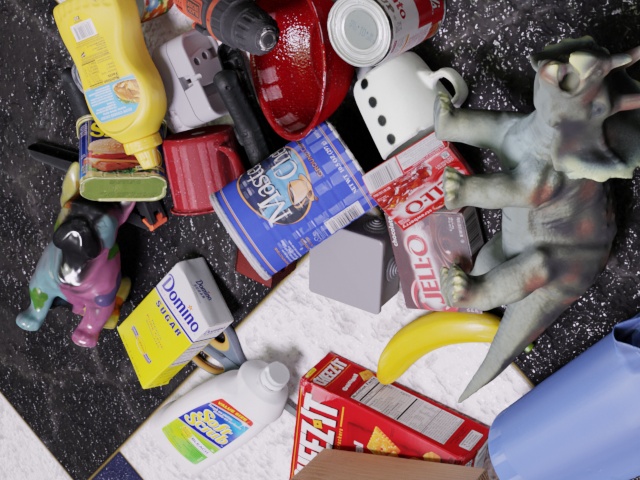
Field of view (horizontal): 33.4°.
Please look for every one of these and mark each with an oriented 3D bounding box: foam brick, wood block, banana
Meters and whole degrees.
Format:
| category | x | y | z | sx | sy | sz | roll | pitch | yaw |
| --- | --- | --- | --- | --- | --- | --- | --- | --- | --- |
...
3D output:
| category | x | y | z | sx | sy | sz | roll | pitch | yaw |
| --- | --- | --- | --- | --- | --- | --- | --- | --- | --- |
| foam brick | -0.058 | 0.001 | 1.187 | 0.051 | 0.052 | 0.078 | 24 | 126 | 24 |
| wood block | 0.072 | 0.287 | 1.117 | 0.207 | 0.090 | 0.090 | -2 | 111 | 38 |
| banana | 0.123 | 0.108 | 1.120 | 0.198 | 0.037 | 0.069 | -18 | 101 | 41 |

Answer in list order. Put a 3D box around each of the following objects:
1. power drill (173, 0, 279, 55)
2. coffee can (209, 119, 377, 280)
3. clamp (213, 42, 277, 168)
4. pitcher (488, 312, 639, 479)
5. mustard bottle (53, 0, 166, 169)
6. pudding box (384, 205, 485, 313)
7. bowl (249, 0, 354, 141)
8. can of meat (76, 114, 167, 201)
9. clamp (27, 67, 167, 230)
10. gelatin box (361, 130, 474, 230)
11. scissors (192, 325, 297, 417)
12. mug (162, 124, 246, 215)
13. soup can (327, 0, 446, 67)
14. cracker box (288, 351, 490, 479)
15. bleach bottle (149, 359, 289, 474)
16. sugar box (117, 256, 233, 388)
| category | x | y | z | sx | sy | sz | roll | pitch | yaw |
| --- | --- | --- | --- | --- | --- | --- | --- | --- | --- |
| power drill | -0.090 | -0.283 | 1.022 | 0.185 | 0.057 | 0.188 | 38 | 131 | 48 |
| coffee can | -0.025 | -0.041 | 1.063 | 0.140 | 0.103 | 0.103 | -34 | 92 | 2 |
| clamp | -0.073 | -0.127 | 1.121 | 0.039 | 0.120 | 0.171 | -14 | 125 | 10 |
| pitcher | 0.277 | 0.165 | 0.988 | 0.149 | 0.144 | 0.243 | 58 | 137 | 13 |
| mustard bottle | -0.211 | -0.168 | 1.128 | 0.096 | 0.058 | 0.191 | -11 | 102 | 36 |
| pudding box | 0.121 | 0.016 | 1.072 | 0.090 | 0.039 | 0.113 | 1 | 114 | 36 |
| bowl | -0.012 | -0.179 | 1.032 | 0.162 | 0.055 | 0.162 | 31 | 126 | 56 |
| can of meat | -0.223 | -0.092 | 1.205 | 0.057 | 0.102 | 0.084 | 108 | 158 | -60 |
| clamp | -0.264 | -0.099 | 1.292 | 0.210 | 0.036 | 0.165 | 41 | 136 | 9 |
| gelatin box | 0.096 | -0.056 | 1.010 | 0.089 | 0.073 | 0.030 | -31 | 50 | 14 |
| scissors | -0.087 | 0.153 | 1.311 | 0.202 | 0.016 | 0.096 | 23 | 125 | 25 |
| mug | -0.120 | -0.078 | 1.162 | 0.117 | 0.093 | 0.081 | 11 | 116 | 53 |
| soup can | 0.060 | -0.201 | 0.961 | 0.069 | 0.102 | 0.068 | 17 | 122 | 29 |
| cracker box | 0.072 | 0.247 | 1.206 | 0.214 | 0.072 | 0.164 | 23 | 124 | 26 |
| bleach bottle | -0.116 | 0.204 | 1.311 | 0.102 | 0.068 | 0.251 | 48 | 137 | 0 |
| sugar box | -0.183 | 0.104 | 1.323 | 0.176 | 0.048 | 0.093 | -45 | 65 | 43 |
